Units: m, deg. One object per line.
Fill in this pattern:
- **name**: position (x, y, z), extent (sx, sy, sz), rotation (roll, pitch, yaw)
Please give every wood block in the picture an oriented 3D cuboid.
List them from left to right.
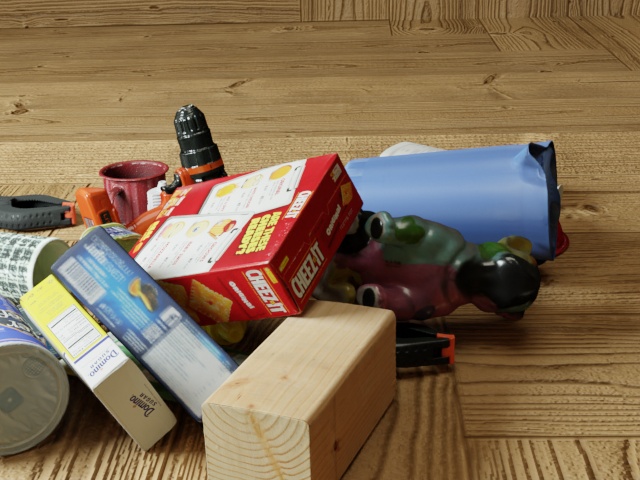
- **wood block**: position (-0.010, 0.133, 0.892), extent (0.090, 0.091, 0.205), rotation (6, 22, 21)

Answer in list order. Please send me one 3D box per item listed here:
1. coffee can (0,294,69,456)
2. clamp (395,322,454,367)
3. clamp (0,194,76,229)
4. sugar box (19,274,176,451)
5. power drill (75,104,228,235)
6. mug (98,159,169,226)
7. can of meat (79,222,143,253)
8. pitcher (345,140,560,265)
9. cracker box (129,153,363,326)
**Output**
- **coffee can**: position (-0.294, 0.114, 0.948), extent (0.102, 0.103, 0.140), rotation (-13, 23, -27)
- **clamp**: position (0.049, 0.097, 1.061), extent (0.171, 0.039, 0.120), rotation (4, 21, 9)
- **clamp**: position (-0.439, -0.037, 1.455), extent (0.210, 0.036, 0.164), rotation (5, 21, 15)
- **sugar box**: position (-0.199, 0.105, 0.949), extent (0.048, 0.093, 0.176), rotation (-42, 41, -16)
- **power drill**: position (-0.200, -0.057, 1.310), extent (0.187, 0.184, 0.057), rotation (-22, 14, -24)
- **mug**: position (-0.250, -0.052, 1.417), extent (0.093, 0.081, 0.117), rotation (6, 22, 19)
- **can of meat**: position (-0.212, 0.037, 1.128), extent (0.057, 0.102, 0.084), rotation (-11, 11, -25)
- **pitcher**: position (0.151, -0.035, 1.220), extent (0.243, 0.149, 0.144), rotation (-1, 5, 18)
- **cracker box**: position (-0.084, 0.006, 1.034), extent (0.214, 0.072, 0.164), rotation (-9, 35, 36)
